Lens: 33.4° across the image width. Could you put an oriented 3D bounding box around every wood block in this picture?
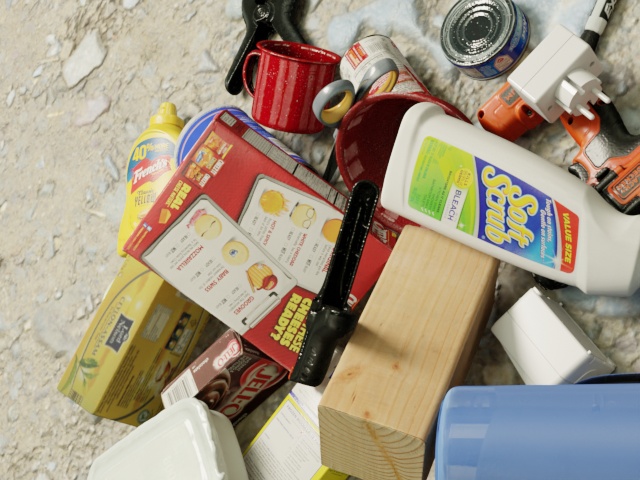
[{"bbox_3d":[0.078,0.096,0.903,0.090,0.091,0.205,16,50,16],"label":"wood block"}]

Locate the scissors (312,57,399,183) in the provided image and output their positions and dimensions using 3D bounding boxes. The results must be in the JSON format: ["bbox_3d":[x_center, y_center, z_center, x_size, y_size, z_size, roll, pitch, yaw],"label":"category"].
[{"bbox_3d":[0.011,-0.105,1.042,0.016,0.096,0.202,59,141,20],"label":"scissors"}]

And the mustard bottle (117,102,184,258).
[{"bbox_3d":[-0.186,-0.073,1.254,0.096,0.058,0.191,-10,68,33],"label":"mustard bottle"}]

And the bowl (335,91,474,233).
[{"bbox_3d":[0.097,-0.080,1.014,0.162,0.162,0.055,-3,31,36],"label":"bowl"}]

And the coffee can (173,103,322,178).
[{"bbox_3d":[-0.078,-0.070,1.143,0.140,0.102,0.103,41,99,39],"label":"coffee can"}]

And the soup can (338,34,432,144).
[{"bbox_3d":[0.069,-0.154,1.087,0.069,0.068,0.102,-42,53,17],"label":"soup can"}]

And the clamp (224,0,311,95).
[{"bbox_3d":[-0.066,-0.250,1.242,0.120,0.039,0.171,-18,61,23],"label":"clamp"}]

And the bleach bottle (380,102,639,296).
[{"bbox_3d":[0.178,-0.027,0.882,0.251,0.068,0.103,24,111,24],"label":"bleach bottle"}]

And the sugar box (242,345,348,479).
[{"bbox_3d":[-0.009,0.196,1.033,0.176,0.048,0.093,-50,51,7],"label":"sugar box"}]

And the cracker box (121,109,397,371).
[{"bbox_3d":[-0.057,0.001,1.035,0.164,0.213,0.072,-52,6,19],"label":"cracker box"}]

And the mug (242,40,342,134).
[{"bbox_3d":[-0.038,-0.167,1.146,0.117,0.093,0.081,23,113,30],"label":"mug"}]

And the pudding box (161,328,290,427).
[{"bbox_3d":[-0.093,0.144,1.085,0.114,0.089,0.039,-41,51,19],"label":"pudding box"}]

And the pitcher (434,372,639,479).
[{"bbox_3d":[0.212,0.159,0.785,0.243,0.149,0.145,1,76,14],"label":"pitcher"}]

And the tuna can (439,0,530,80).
[{"bbox_3d":[0.162,-0.205,1.058,0.086,0.033,0.086,-14,66,33],"label":"tuna can"}]

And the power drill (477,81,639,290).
[{"bbox_3d":[0.223,-0.070,0.951,0.184,0.057,0.188,-43,56,12],"label":"power drill"}]

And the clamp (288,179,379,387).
[{"bbox_3d":[0.010,0.057,0.950,0.210,0.036,0.164,110,176,-53],"label":"clamp"}]
